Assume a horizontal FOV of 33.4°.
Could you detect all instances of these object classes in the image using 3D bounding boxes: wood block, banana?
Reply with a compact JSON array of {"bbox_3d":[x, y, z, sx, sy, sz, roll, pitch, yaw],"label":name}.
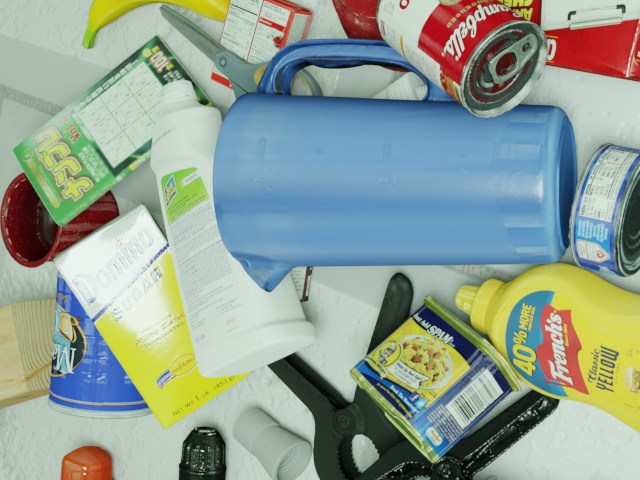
[{"bbox_3d":[-0.340,0.128,1.111,0.206,0.090,0.090,-19,80,35],"label":"wood block"},{"bbox_3d":[-0.153,-0.227,1.001,0.198,0.037,0.069,-2,102,38],"label":"banana"}]

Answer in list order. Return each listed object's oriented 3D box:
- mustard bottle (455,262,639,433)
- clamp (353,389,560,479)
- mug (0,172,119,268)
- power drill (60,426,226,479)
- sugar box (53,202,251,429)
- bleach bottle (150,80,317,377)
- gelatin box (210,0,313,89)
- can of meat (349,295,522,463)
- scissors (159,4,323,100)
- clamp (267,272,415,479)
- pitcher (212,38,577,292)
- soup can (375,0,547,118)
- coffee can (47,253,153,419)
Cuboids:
[{"bbox_3d":[0.178,0.067,0.737,0.192,0.058,0.096,20,124,36],"label":"mustard bottle"},{"bbox_3d":[0.101,0.165,0.769,0.172,0.039,0.120,-7,43,24],"label":"clamp"},{"bbox_3d":[-0.247,-0.029,1.044,0.093,0.081,0.117,49,118,26],"label":"mug"},{"bbox_3d":[-0.164,0.250,1.000,0.188,0.057,0.184,8,96,37],"label":"power drill"},{"bbox_3d":[-0.145,0.064,0.926,0.093,0.048,0.176,-33,101,-5],"label":"sugar box"},{"bbox_3d":[-0.085,-0.020,0.885,0.103,0.067,0.251,-28,71,36],"label":"bleach bottle"},{"bbox_3d":[-0.052,-0.169,0.926,0.073,0.030,0.089,29,111,33],"label":"gelatin box"},{"bbox_3d":[0.081,0.100,0.777,0.084,0.057,0.102,-41,36,-7],"label":"can of meat"},{"bbox_3d":[-0.080,-0.132,0.920,0.202,0.016,0.096,26,110,34],"label":"scissors"},{"bbox_3d":[0.018,0.141,0.872,0.165,0.036,0.210,-12,86,33],"label":"clamp"},{"bbox_3d":[0.055,-0.052,0.765,0.243,0.144,0.149,2,129,21],"label":"pitcher"},{"bbox_3d":[0.091,-0.135,0.705,0.102,0.068,0.069,48,118,40],"label":"soup can"},{"bbox_3d":[-0.197,0.086,0.995,0.103,0.102,0.140,8,95,37],"label":"coffee can"}]
